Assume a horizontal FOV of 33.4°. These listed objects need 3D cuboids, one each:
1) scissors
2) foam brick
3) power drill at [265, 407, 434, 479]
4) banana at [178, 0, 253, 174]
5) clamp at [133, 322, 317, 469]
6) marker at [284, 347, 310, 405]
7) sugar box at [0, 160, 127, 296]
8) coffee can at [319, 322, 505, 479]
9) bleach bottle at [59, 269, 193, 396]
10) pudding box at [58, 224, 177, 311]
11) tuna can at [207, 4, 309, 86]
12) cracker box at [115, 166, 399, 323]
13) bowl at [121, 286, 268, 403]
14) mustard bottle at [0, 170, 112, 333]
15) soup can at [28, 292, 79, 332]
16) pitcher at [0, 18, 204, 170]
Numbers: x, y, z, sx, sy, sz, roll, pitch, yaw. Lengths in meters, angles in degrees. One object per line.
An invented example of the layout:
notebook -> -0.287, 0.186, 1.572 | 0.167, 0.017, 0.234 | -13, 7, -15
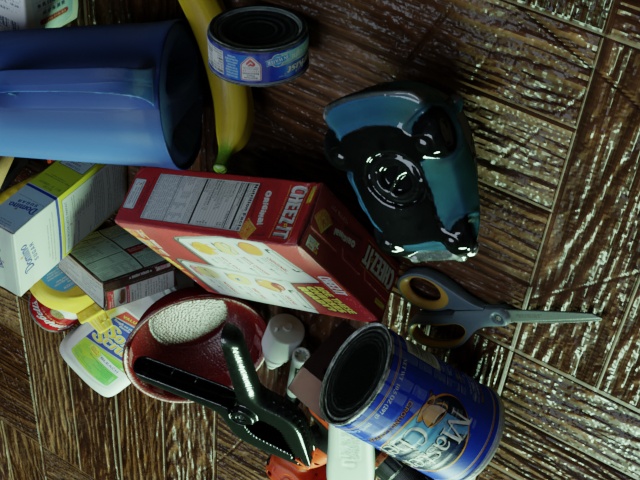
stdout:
scissors -> 0.146, 0.053, 0.956 | 0.202, 0.016, 0.096 | -21, 108, 47
foam brick -> 0.014, 0.132, 1.084 | 0.053, 0.078, 0.051 | 39, 140, 7
power drill -> 0.030, 0.248, 1.183 | 0.184, 0.057, 0.188 | 45, 137, 6
banana -> -0.092, -0.162, 0.937 | 0.037, 0.069, 0.198 | -10, 105, 16
clamp -> -0.074, 0.163, 1.095 | 0.210, 0.036, 0.165 | 39, 140, -17
marker -> -0.026, 0.151, 1.160 | 0.020, 0.020, 0.121 | 33, 149, 13
sugar box -> -0.271, -0.032, 1.107 | 0.048, 0.176, 0.093 | 28, 137, 18
coffee can -> 0.085, 0.152, 0.986 | 0.140, 0.102, 0.103 | 32, 144, -23
bleach bottle -> -0.220, 0.097, 1.261 | 0.102, 0.068, 0.251 | 47, 137, -1
pudding box -> -0.221, 0.026, 1.155 | 0.114, 0.089, 0.039 | 31, 132, 45
tuna can -> -0.052, -0.163, 0.888 | 0.086, 0.086, 0.034 | 22, 133, 24
cracker box -> -0.057, 0.001, 0.994 | 0.214, 0.072, 0.164 | 7, 157, 35
bowl -> -0.139, 0.103, 1.164 | 0.055, 0.162, 0.162 | -113, 18, -47
mustard bottle -> -0.294, 0.021, 1.213 | 0.191, 0.096, 0.058 | 58, 146, -3
soup can -> -0.304, 0.065, 1.298 | 0.068, 0.068, 0.102 | 50, 138, -6
pitcher -> -0.234, -0.133, 0.956 | 0.243, 0.145, 0.149 | 2, 138, 11
